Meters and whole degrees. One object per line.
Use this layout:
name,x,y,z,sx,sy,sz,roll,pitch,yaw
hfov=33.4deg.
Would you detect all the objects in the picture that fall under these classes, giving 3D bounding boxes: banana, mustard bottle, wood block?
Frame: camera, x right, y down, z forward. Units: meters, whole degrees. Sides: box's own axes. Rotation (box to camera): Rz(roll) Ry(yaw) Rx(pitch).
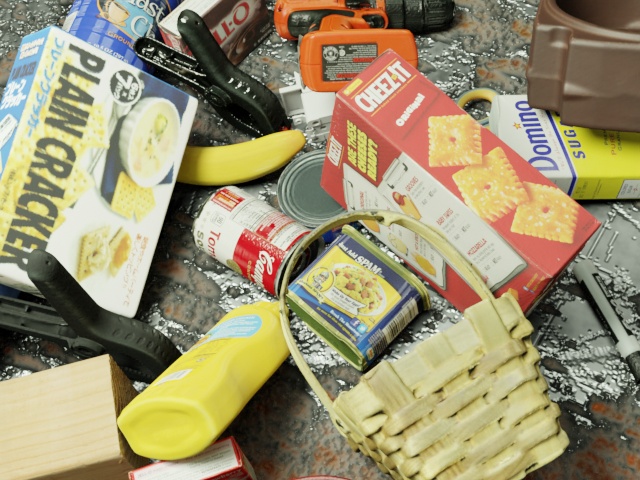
banana,-0.111,-0.086,1.026,0.198,0.070,0.037,12,18,15
mustard bottle,-0.077,0.102,0.875,0.096,0.058,0.191,-21,14,35
wood block,-0.254,0.175,0.880,0.206,0.091,0.090,-15,59,1

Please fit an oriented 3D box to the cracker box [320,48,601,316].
cracker box,0.104,-0.032,0.865,0.214,0.164,0.072,43,70,13

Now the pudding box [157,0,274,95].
pudding box,-0.104,-0.216,1.082,0.039,0.090,0.113,33,70,26

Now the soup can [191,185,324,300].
soup can,-0.056,0.001,0.959,0.102,0.068,0.068,30,69,25

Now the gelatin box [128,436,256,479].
gelatin box,-0.100,0.194,0.850,0.089,0.073,0.030,-20,60,-2

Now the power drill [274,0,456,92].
power drill,0.047,-0.198,1.021,0.184,0.057,0.187,-5,26,1

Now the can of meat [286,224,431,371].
can of meat,0.030,0.050,0.921,0.102,0.057,0.084,38,74,27

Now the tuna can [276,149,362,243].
tuna can,0.004,-0.041,0.992,0.086,0.034,0.086,-5,59,8

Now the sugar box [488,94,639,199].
sugar box,0.244,-0.085,0.954,0.176,0.048,0.093,0,60,-1

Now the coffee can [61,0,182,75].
coffee can,-0.210,-0.210,1.090,0.103,0.103,0.140,8,62,15

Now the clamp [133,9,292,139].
clamp,-0.092,-0.152,1.009,0.171,0.120,0.039,34,75,-15

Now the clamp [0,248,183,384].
clamp,-0.188,0.071,0.875,0.209,0.165,0.036,29,61,-25
